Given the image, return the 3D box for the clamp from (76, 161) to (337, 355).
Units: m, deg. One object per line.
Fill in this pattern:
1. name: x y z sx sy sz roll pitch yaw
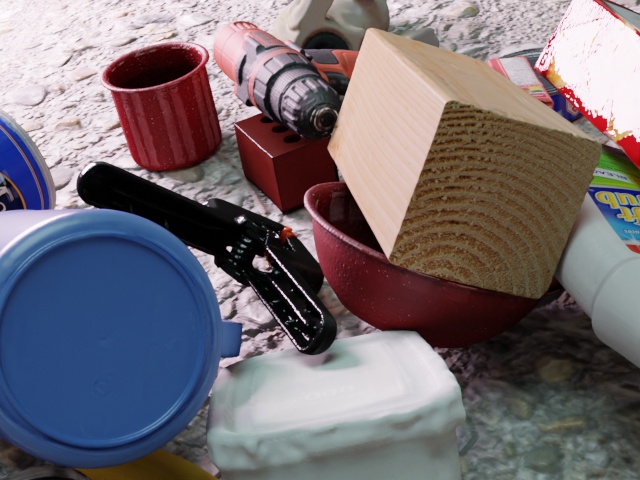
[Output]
1. clamp: -0.054 0.001 0.652 0.164 0.036 0.210 34 7 1

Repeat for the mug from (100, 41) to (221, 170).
1. mug: -0.130 -0.119 0.917 0.093 0.081 0.117 -6 34 8

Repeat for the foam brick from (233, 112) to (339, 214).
1. foam brick: -0.026 -0.065 0.831 0.053 0.051 0.078 -23 35 -18

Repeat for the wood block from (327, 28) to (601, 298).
1. wood block: 0.074 -0.054 0.629 0.090 0.091 0.206 14 18 -13

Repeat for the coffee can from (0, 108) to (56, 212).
1. coffee can: -0.288 -0.027 0.810 0.103 0.103 0.140 19 44 38

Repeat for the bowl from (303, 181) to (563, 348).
1. bowl: 0.061 0.019 0.640 0.162 0.055 0.162 15 18 -5

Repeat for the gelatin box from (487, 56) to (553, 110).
1. gelatin box: 0.133 -0.069 0.720 0.030 0.089 0.073 -5 33 -2

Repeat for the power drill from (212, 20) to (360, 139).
1. power drill: 0.026 -0.121 0.828 0.187 0.057 0.185 2 26 -28

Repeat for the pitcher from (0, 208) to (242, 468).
1. pitcher: -0.125 0.045 0.548 0.149 0.145 0.243 -40 14 -19
